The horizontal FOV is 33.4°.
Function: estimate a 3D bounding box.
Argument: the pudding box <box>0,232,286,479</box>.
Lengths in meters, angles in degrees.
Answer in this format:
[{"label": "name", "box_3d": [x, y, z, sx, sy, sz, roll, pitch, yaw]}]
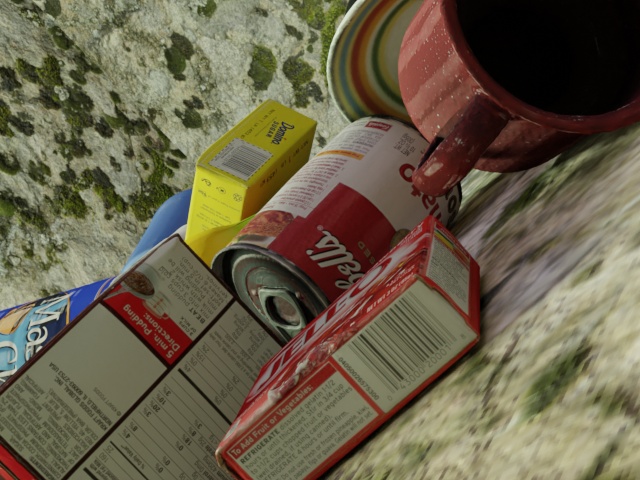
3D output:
[{"label": "pudding box", "box_3d": [-0.065, 0.064, 0.403, 0.113, 0.090, 0.039, -47, 7, -36]}]

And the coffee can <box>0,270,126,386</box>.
[{"label": "coffee can", "box_3d": [-0.158, 0.083, 0.667, 0.140, 0.103, 0.102, -16, 16, 23]}]

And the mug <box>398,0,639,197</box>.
[{"label": "mug", "box_3d": [0.071, -0.063, 0.395, 0.117, 0.093, 0.081, -57, 3, -15]}]

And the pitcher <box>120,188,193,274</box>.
[{"label": "pitcher", "box_3d": [-0.142, 0.036, 1.087, 0.243, 0.145, 0.149, -80, 12, -77]}]

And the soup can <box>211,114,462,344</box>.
[{"label": "soup can", "box_3d": [0.009, -0.001, 0.472, 0.102, 0.068, 0.069, -47, 5, -33]}]

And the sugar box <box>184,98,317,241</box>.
[{"label": "sugar box", "box_3d": [-0.054, 0.001, 0.730, 0.093, 0.048, 0.176, -47, -23, -45]}]

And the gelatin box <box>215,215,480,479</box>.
[{"label": "gelatin box", "box_3d": [0.011, 0.037, 0.348, 0.089, 0.030, 0.073, -43, 5, 17]}]
